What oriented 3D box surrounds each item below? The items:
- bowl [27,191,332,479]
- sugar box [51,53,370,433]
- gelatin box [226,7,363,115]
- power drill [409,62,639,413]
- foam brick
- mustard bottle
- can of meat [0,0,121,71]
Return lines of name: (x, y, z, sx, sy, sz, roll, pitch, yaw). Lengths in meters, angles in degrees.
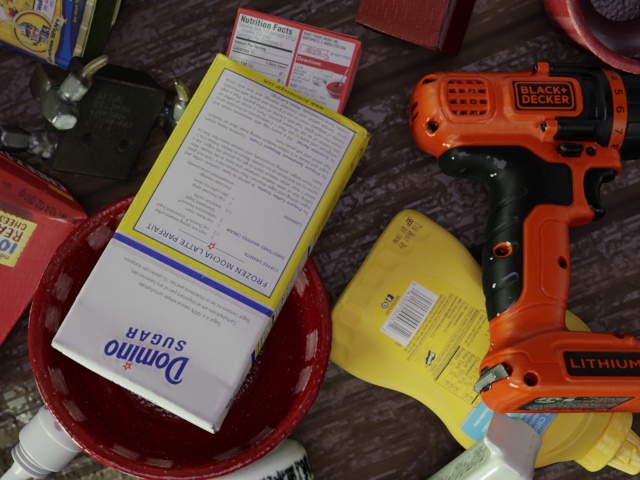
bowl: (-0.075, 0.054, 0.592, 0.162, 0.055, 0.162, 1, 74, -3)
sugar box: (-0.054, 0.001, 0.556, 0.093, 0.048, 0.176, 27, 78, 5)
gelatin box: (-0.022, -0.081, 0.613, 0.073, 0.030, 0.089, 15, 93, 4)
power drill: (0.143, -0.005, 0.563, 0.184, 0.057, 0.187, -1, 69, -7)
foam brick: (0.059, -0.146, 0.586, 0.051, 0.053, 0.078, 19, 99, 16)
mustard bottle: (0.100, 0.071, 0.597, 0.191, 0.058, 0.096, 33, 95, 2)
can of meat: (-0.154, -0.150, 0.589, 0.084, 0.057, 0.102, 24, 126, -1)
